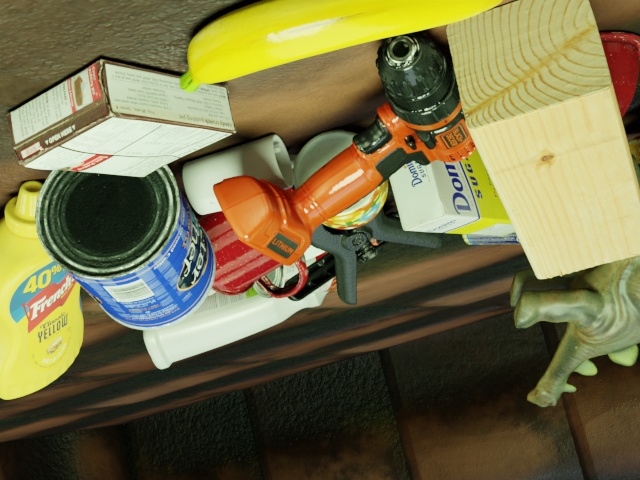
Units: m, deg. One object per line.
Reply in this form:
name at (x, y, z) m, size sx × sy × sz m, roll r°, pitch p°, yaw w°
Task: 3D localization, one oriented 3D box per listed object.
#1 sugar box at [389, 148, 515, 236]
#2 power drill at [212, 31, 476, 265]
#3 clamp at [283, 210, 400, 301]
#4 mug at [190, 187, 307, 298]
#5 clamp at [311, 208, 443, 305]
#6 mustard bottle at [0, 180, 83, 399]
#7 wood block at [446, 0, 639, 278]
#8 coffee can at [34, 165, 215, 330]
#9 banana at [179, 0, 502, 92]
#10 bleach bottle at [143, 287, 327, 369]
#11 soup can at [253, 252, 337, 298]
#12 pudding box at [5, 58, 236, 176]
sugar box at (0.122, -0.054, 0.918) m, size 0.048 × 0.093 × 0.175 m, roll -21°, pitch 167°, yaw 31°
power drill at (0.021, -0.061, 0.748) m, size 0.188 × 0.057 × 0.184 m, roll -32°, pitch 158°, yaw 9°
clamp at (0.054, -0.001, 1.149) m, size 0.165 × 0.036 × 0.209 m, roll -31°, pitch -179°, yaw 17°
mug at (-0.056, 0.001, 0.942) m, size 0.082 × 0.117 × 0.093 m, roll -28°, pitch -168°, yaw 38°
clamp at (0.042, -0.013, 1.007) m, size 0.120 × 0.039 × 0.171 m, roll -33°, pitch 137°, yaw 3°
mustard bottle at (-0.230, 0.033, 0.851) m, size 0.096 × 0.058 × 0.192 m, roll -37°, pitch 149°, yaw -44°
wood block at (0.163, -0.065, 0.733) m, size 0.091 × 0.090 × 0.206 m, roll -16°, pitch 147°, yaw 15°
coffee can at (-0.141, 0.001, 0.797) m, size 0.103 × 0.103 × 0.140 m, roll -14°, pitch 160°, yaw 0°
banana at (0.007, -0.123, 0.593) m, size 0.198 × 0.037 × 0.069 m, roll -13°, pitch -173°, yaw 6°
bleach bottle at (-0.093, 0.081, 1.334) m, size 0.251 × 0.102 × 0.068 m, roll -15°, pitch 128°, yaw 3°
soup can at (-0.024, 0.029, 1.228) m, size 0.102 × 0.068 × 0.069 m, roll -4°, pitch 166°, yaw -37°
pudding box at (-0.123, -0.073, 0.669) m, size 0.090 × 0.039 × 0.113 m, roll -22°, pitch 168°, yaw 34°
